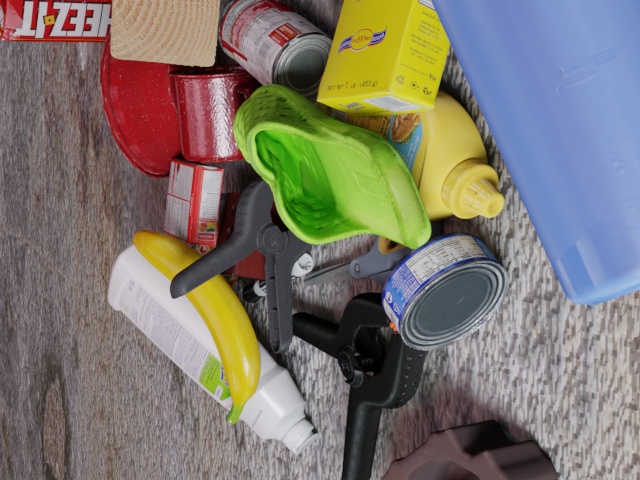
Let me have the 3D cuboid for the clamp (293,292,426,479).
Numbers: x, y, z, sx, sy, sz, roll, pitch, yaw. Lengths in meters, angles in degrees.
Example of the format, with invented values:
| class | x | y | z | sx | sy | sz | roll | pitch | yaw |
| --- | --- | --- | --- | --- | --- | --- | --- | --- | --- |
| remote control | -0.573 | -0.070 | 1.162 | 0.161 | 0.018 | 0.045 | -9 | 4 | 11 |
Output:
| class | x | y | z | sx | sy | sz | roll | pitch | yaw |
| --- | --- | --- | --- | --- | --- | --- | --- | --- | --- |
| clamp | 0.031 | 0.094 | 0.878 | 0.164 | 0.036 | 0.210 | 64 | 150 | 25 |

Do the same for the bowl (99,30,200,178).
| class | x | y | z | sx | sy | sz | roll | pitch | yaw |
| --- | --- | --- | --- | --- | --- | --- | --- | --- | --- |
| bowl | -0.149 | -0.145 | 1.057 | 0.055 | 0.161 | 0.162 | -8 | 89 | 24 |

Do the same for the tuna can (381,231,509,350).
| class | x | y | z | sx | sy | sz | roll | pitch | yaw |
| --- | --- | --- | --- | --- | --- | --- | --- | --- | --- |
| tuna can | 0.086 | 0.035 | 0.742 | 0.034 | 0.086 | 0.086 | 57 | 140 | 38 |

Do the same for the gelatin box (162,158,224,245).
| class | x | y | z | sx | sy | sz | roll | pitch | yaw |
| --- | --- | --- | --- | --- | --- | --- | --- | --- | --- |
| gelatin box | -0.121 | -0.037 | 1.013 | 0.089 | 0.030 | 0.073 | -161 | 76 | -65 |

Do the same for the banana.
| class | x | y | z | sx | sy | sz | roll | pitch | yaw |
| --- | --- | --- | --- | --- | --- | --- | --- | --- | --- |
| banana | -0.103 | 0.065 | 0.958 | 0.070 | 0.037 | 0.198 | -31 | 80 | 16 |

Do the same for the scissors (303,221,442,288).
| class | x | y | z | sx | sy | sz | roll | pitch | yaw |
| --- | --- | --- | --- | --- | --- | --- | --- | --- | --- |
| scissors | 0.044 | 0.037 | 0.876 | 0.202 | 0.016 | 0.096 | -42 | 60 | 53 |

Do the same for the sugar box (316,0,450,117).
| class | x | y | z | sx | sy | sz | roll | pitch | yaw |
| --- | --- | --- | --- | --- | --- | --- | --- | --- | --- |
| sugar box | 0.057 | -0.175 | 0.733 | 0.093 | 0.048 | 0.176 | 5 | 82 | 58 |

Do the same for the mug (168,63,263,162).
| class | x | y | z | sx | sy | sz | roll | pitch | yaw |
| --- | --- | --- | --- | --- | --- | --- | --- | --- | --- |
| mug | -0.086 | -0.117 | 0.987 | 0.117 | 0.093 | 0.081 | 17 | 115 | 53 |

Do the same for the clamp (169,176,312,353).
| class | x | y | z | sx | sy | sz | roll | pitch | yaw |
| --- | --- | --- | --- | --- | --- | --- | --- | --- | --- |
| clamp | -0.056 | 0.001 | 0.923 | 0.039 | 0.120 | 0.171 | 0 | 71 | 58 |

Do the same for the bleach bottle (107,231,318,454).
| class | x | y | z | sx | sy | sz | roll | pitch | yaw |
| --- | --- | --- | --- | --- | --- | --- | --- | --- | --- |
| bleach bottle | -0.100 | 0.108 | 1.026 | 0.251 | 0.068 | 0.103 | 45 | 146 | 16 |

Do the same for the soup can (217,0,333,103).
| class | x | y | z | sx | sy | sz | roll | pitch | yaw |
| --- | --- | --- | --- | --- | --- | --- | --- | --- | --- |
| soup can | -0.036 | -0.166 | 0.915 | 0.102 | 0.068 | 0.068 | 45 | 132 | 44 |

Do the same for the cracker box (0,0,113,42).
| class | x | y | z | sx | sy | sz | roll | pitch | yaw |
| --- | --- | --- | --- | --- | --- | --- | --- | --- | --- |
| cracker box | -0.260 | -0.317 | 1.155 | 0.072 | 0.163 | 0.214 | 60 | 141 | 36 |

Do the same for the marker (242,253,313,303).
| class | x | y | z | sx | sy | sz | roll | pitch | yaw |
| --- | --- | --- | --- | --- | --- | --- | --- | --- | --- |
| marker | -0.043 | 0.037 | 1.012 | 0.121 | 0.020 | 0.020 | -32 | 69 | 56 |

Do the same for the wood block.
| class | x | y | z | sx | sy | sz | roll | pitch | yaw |
| --- | --- | --- | --- | --- | --- | --- | --- | --- | --- |
| wood block | -0.144 | -0.234 | 0.986 | 0.206 | 0.090 | 0.090 | -110 | 26 | -63 |

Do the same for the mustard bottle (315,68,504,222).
| class | x | y | z | sx | sy | sz | roll | pitch | yaw |
| --- | --- | --- | --- | --- | --- | --- | --- | --- | --- |
| mustard bottle | 0.067 | -0.068 | 0.778 | 0.192 | 0.058 | 0.096 | 43 | 132 | 46 |

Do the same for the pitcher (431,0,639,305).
| class | x | y | z | sx | sy | sz | roll | pitch | yaw |
| --- | --- | --- | --- | --- | --- | --- | --- | --- | --- |
| pitcher | 0.152 | -0.097 | 0.575 | 0.149 | 0.144 | 0.243 | -34 | 75 | 62 |

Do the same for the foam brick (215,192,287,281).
| class | x | y | z | sx | sy | sz | roll | pitch | yaw |
| --- | --- | --- | --- | --- | --- | --- | --- | --- | --- |
| foam brick | -0.061 | -0.003 | 0.981 | 0.053 | 0.051 | 0.078 | 6 | 85 | 63 |
